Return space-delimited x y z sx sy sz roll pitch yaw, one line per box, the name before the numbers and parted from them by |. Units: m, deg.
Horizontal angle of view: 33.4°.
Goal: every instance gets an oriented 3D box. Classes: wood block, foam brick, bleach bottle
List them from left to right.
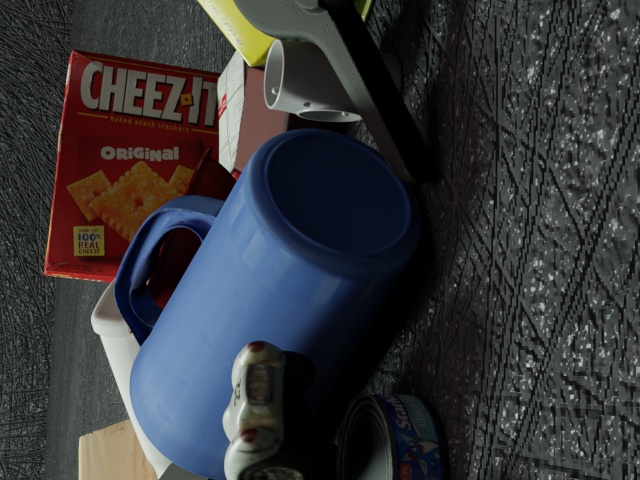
wood block | -0.182 0.285 1.060 0.206 0.090 0.091 -105 -7 -49
bleach bottle | -0.143 0.155 0.989 0.102 0.068 0.251 -76 -21 -62
foam brick | -0.022 -0.081 0.764 0.051 0.052 0.078 24 109 44

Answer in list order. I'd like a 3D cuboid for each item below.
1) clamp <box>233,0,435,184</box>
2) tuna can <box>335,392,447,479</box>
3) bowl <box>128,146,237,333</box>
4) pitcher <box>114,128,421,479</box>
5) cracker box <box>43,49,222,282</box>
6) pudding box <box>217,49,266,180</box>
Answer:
clamp | 0.006 -0.135 0.602 0.210 0.036 0.165 28 123 29
tuna can | 0.038 0.128 0.595 0.086 0.033 0.086 -176 90 -71
bowl | -0.097 0.009 0.851 0.162 0.055 0.162 -158 91 -85
pitcher | -0.040 0.038 0.684 0.243 0.149 0.145 121 148 -46
cracker box | -0.173 -0.064 1.034 0.072 0.164 0.214 167 110 -74
pudding box | -0.061 -0.109 0.933 0.090 0.039 0.113 141 128 -64
